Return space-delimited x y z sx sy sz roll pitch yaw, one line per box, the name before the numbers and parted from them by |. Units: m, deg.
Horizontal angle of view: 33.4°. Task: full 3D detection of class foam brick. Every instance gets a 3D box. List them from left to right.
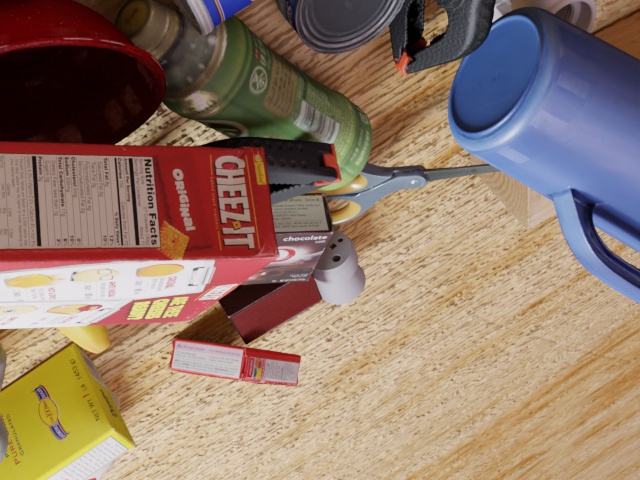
foam brick | -0.047 0.038 0.880 0.078 0.053 0.051 -31 145 -7

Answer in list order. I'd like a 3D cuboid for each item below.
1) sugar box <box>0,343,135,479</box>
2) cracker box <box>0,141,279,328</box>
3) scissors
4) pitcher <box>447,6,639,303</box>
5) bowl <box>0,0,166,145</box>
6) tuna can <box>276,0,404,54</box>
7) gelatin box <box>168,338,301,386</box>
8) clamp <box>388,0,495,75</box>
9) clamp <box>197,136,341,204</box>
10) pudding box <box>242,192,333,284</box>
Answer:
sugar box | -0.242 0.168 0.836 0.176 0.093 0.048 -33 145 -4
cracker box | -0.152 0.000 0.584 0.213 0.072 0.164 -1 165 -24
scissors | 0.063 -0.040 0.849 0.201 0.016 0.096 2 149 -8
pitcher | 0.212 -0.061 0.772 0.242 0.149 0.145 22 115 -28
bowl | -0.171 -0.091 0.595 0.162 0.055 0.162 -18 165 -5
tuna can | 0.014 -0.168 0.705 0.086 0.034 0.086 -22 143 -18
gelatin box | -0.074 0.105 0.912 0.073 0.089 0.030 16 78 -50
clamp | 0.084 -0.184 0.711 0.039 0.120 0.172 -32 170 -41
clamp | -0.093 -0.032 0.698 0.209 0.036 0.165 -7 165 -13
pudding box | -0.055 0.001 0.799 0.113 0.039 0.090 -5 157 -15
